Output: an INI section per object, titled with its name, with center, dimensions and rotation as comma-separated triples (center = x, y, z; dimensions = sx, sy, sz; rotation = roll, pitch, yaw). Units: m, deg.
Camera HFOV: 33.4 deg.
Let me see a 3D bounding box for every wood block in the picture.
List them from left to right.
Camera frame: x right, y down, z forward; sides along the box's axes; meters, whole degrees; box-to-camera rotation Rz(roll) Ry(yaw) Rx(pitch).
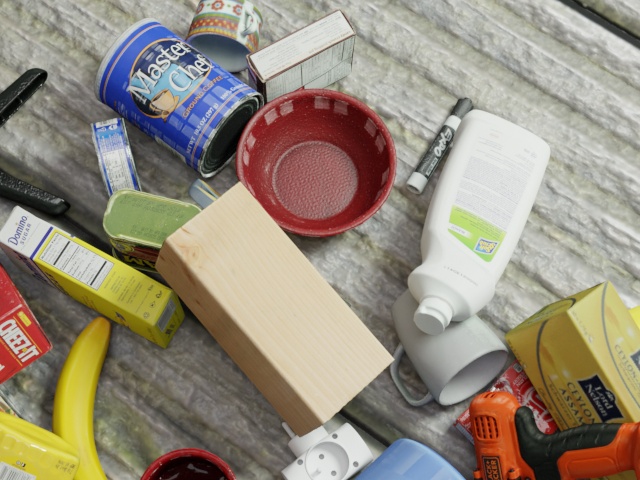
[wood block]
center = -0.045, 0.064, 0.950
dimensions = 0.090, 0.090, 0.206
rotation = -40, 86, -22

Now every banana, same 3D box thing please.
[banana]
center = -0.220, 0.171, 1.010
dimensions = 0.069, 0.037, 0.198
rotation = -10, 71, -9

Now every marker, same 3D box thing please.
[marker]
center = 0.126, -0.101, 1.118
dimensions = 0.020, 0.020, 0.121
rotation = 30, 73, 9

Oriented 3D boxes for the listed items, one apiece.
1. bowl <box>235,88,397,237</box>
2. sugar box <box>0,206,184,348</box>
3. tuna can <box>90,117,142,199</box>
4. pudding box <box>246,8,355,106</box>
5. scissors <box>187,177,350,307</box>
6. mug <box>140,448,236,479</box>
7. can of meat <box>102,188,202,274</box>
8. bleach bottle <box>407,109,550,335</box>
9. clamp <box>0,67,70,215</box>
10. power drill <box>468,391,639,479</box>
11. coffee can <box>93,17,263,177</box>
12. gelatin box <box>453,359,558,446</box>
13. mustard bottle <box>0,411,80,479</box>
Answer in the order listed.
[bowl]
center = -0.005, -0.071, 1.086
dimensions = 0.162, 0.055, 0.162
rotation = 0, 71, -1
[sugar box]
center = -0.220, 0.037, 1.026
dimensions = 0.176, 0.093, 0.048
rotation = 25, 72, 8
[tuna can]
center = -0.204, -0.079, 1.071
dimensions = 0.033, 0.086, 0.086
rotation = -14, 72, -8
[pudding box]
center = -0.020, -0.183, 1.107
dimensions = 0.113, 0.090, 0.039
rotation = -31, 75, -10
[scissors]
center = -0.057, 0.001, 1.047
dimensions = 0.202, 0.096, 0.016
rotation = 39, 95, 14
[mug]
center = -0.126, 0.246, 0.960
dimensions = 0.117, 0.081, 0.093
rotation = -34, 75, -12
[can of meat]
center = -0.158, -0.006, 1.047
dimensions = 0.102, 0.084, 0.057
rotation = 13, 71, 3
[bleach bottle]
center = 0.139, -0.015, 1.020
dimensions = 0.102, 0.068, 0.250
rotation = 25, 52, 7
[clamp]
center = -0.366, -0.095, 1.099
dimensions = 0.210, 0.036, 0.164
rotation = -6, 71, -2
[power drill]
center = 0.224, 0.220, 0.923
dimensions = 0.188, 0.057, 0.184
rotation = -8, 98, 34
[coffee can]
center = -0.144, -0.145, 1.085
dimensions = 0.140, 0.103, 0.102
rotation = 36, 74, 11
[gelatin box]
center = 0.184, 0.169, 1.019
dimensions = 0.089, 0.030, 0.073
rotation = -42, 77, -13
[mustard bottle]
center = -0.298, 0.255, 0.951
dimensions = 0.096, 0.058, 0.191
rotation = 28, 91, -13
